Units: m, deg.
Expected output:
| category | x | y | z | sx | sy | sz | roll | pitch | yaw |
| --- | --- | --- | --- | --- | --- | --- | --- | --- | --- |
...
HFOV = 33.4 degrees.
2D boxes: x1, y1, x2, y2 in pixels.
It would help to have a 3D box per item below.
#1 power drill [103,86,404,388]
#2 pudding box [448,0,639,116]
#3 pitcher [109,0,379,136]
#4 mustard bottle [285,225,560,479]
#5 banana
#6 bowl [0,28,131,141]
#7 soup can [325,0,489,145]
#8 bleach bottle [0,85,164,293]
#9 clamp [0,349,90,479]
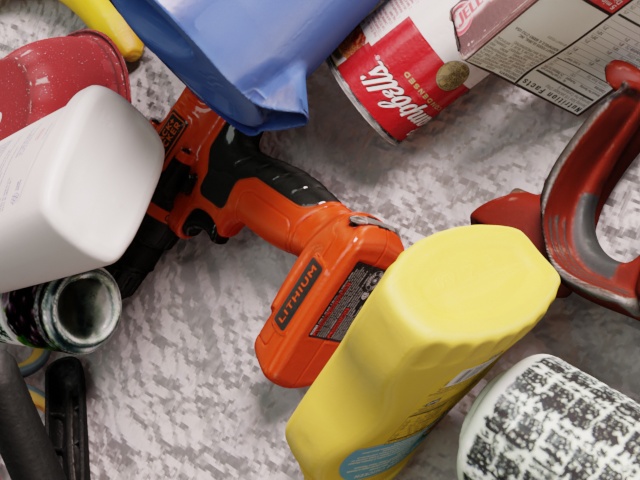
| category | x | y | z | sx | sy | sz | roll | pitch | yaw |
| --- | --- | --- | --- | --- | --- | --- | --- | --- | --- |
| power drill | -0.054 | 0.001 | 0.633 | 0.188 | 0.057 | 0.184 | 42 | 107 | 32 |
| pudding box | 0.133 | -0.116 | 0.515 | 0.114 | 0.089 | 0.039 | -36 | 49 | 40 |
| pitcher | -0.007 | -0.189 | 0.567 | 0.242 | 0.149 | 0.145 | -45 | 29 | -7 |
| mustard bottle | 0.034 | 0.074 | 0.521 | 0.058 | 0.096 | 0.192 | 52 | 138 | 21 |
| banana | -0.193 | -0.181 | 0.789 | 0.198 | 0.037 | 0.070 | 19 | 103 | 35 |
| bowl | -0.195 | -0.072 | 0.720 | 0.162 | 0.055 | 0.162 | -14 | 70 | 43 |
| soup can | 0.062 | -0.110 | 0.590 | 0.102 | 0.068 | 0.068 | -37 | 60 | 17 |
| bleach bottle | -0.211 | -0.011 | 0.649 | 0.251 | 0.068 | 0.102 | -14 | 46 | 37 |
| clamp | -0.148 | 0.157 | 0.604 | 0.036 | 0.164 | 0.210 | -14 | 75 | 0 |
